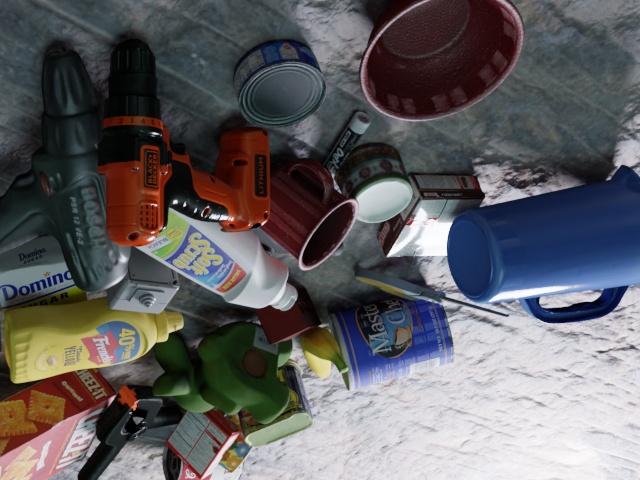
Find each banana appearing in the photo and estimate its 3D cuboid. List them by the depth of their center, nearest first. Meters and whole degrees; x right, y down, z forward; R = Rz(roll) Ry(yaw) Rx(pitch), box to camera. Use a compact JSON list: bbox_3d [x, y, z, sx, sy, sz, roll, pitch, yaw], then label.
[{"bbox_3d":[-0.002,0.144,1.376,0.037,0.069,0.198,-19,174,-7],"label":"banana"}]

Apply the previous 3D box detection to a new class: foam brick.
[{"bbox_3d":[-0.039,0.091,1.293,0.051,0.053,0.078,-25,174,12],"label":"foam brick"}]

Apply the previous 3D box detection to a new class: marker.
[{"bbox_3d":[0.018,-0.088,1.133,0.020,0.020,0.121,6,138,-29],"label":"marker"}]

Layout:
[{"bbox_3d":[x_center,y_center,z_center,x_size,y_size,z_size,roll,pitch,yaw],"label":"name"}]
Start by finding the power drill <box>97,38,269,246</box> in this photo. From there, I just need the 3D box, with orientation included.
[{"bbox_3d":[-0.126,-0.082,0.992,0.057,0.184,0.187,-2,175,38],"label":"power drill"}]

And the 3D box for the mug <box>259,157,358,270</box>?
[{"bbox_3d":[-0.018,-0.037,1.109,0.093,0.081,0.117,-36,156,-35],"label":"mug"}]

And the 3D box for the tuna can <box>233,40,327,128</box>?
[{"bbox_3d":[-0.039,-0.148,1.016,0.086,0.034,0.086,-11,144,-9],"label":"tuna can"}]

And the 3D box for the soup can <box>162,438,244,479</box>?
[{"bbox_3d":[-0.170,0.321,1.552,0.102,0.068,0.069,6,138,-31],"label":"soup can"}]

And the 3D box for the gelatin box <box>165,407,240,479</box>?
[{"bbox_3d":[-0.161,0.269,1.457,0.089,0.073,0.030,-56,161,24],"label":"gelatin box"}]

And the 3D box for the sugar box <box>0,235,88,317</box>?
[{"bbox_3d":[-0.303,0.067,1.179,0.093,0.048,0.176,-11,145,-11],"label":"sugar box"}]

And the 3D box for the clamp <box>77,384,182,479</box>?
[{"bbox_3d":[-0.252,0.243,1.366,0.164,0.036,0.210,-37,162,-18],"label":"clamp"}]

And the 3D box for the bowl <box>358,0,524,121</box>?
[{"bbox_3d":[0.107,-0.189,1.007,0.162,0.055,0.162,-11,144,-9],"label":"bowl"}]

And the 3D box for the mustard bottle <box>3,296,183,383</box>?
[{"bbox_3d":[-0.244,0.102,1.167,0.191,0.058,0.096,-8,139,-22],"label":"mustard bottle"}]

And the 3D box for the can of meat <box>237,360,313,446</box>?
[{"bbox_3d":[-0.066,0.224,1.456,0.102,0.084,0.057,-24,144,8],"label":"can of meat"}]

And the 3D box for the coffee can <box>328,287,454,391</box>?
[{"bbox_3d":[0.090,0.127,1.377,0.140,0.103,0.103,-14,144,-5],"label":"coffee can"}]

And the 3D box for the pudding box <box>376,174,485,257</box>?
[{"bbox_3d":[0.128,-0.027,1.244,0.089,0.039,0.114,-2,144,-25],"label":"pudding box"}]

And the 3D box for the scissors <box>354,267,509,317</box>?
[{"bbox_3d":[0.138,0.070,1.299,0.202,0.016,0.096,17,173,20],"label":"scissors"}]

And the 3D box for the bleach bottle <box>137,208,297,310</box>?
[{"bbox_3d":[-0.113,0.002,1.112,0.103,0.068,0.250,-29,132,31],"label":"bleach bottle"}]

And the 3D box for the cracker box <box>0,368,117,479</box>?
[{"bbox_3d":[-0.367,0.252,1.299,0.213,0.072,0.164,-25,157,-44],"label":"cracker box"}]

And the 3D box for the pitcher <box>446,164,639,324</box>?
[{"bbox_3d":[0.272,0.013,1.242,0.242,0.149,0.145,-9,159,-25],"label":"pitcher"}]
